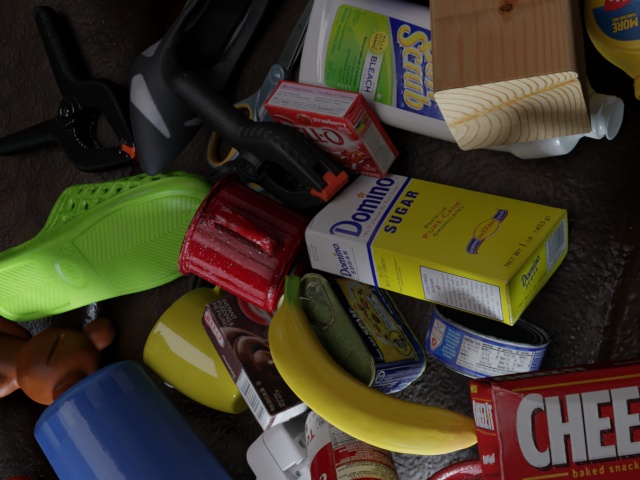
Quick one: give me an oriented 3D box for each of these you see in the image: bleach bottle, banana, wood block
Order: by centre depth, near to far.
[{"bbox_3d":[0.125,-0.177,0.719,0.091,0.090,0.206,-6,68,18],"label":"wood block"},{"bbox_3d":[0.023,0.103,0.764,0.198,0.037,0.070,37,110,31],"label":"banana"},{"bbox_3d":[0.104,-0.125,0.797,0.251,0.067,0.102,19,100,33],"label":"bleach bottle"}]

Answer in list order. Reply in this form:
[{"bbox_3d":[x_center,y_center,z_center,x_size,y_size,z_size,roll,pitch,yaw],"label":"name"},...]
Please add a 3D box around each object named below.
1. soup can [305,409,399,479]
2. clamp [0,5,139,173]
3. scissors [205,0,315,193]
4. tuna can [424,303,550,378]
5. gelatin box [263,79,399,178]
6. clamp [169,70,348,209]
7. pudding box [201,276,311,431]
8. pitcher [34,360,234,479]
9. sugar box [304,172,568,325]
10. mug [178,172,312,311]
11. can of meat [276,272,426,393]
[{"bbox_3d":[0.025,0.174,0.821,0.069,0.068,0.102,-53,24,24],"label":"soup can"},{"bbox_3d":[-0.244,-0.137,1.068,0.210,0.036,0.165,23,104,32],"label":"clamp"},{"bbox_3d":[-0.029,-0.123,0.923,0.202,0.016,0.096,-46,66,27],"label":"scissors"},{"bbox_3d":[0.119,0.073,0.769,0.086,0.085,0.034,23,105,34],"label":"tuna can"},{"bbox_3d":[0.008,-0.087,0.837,0.089,0.073,0.030,15,64,40],"label":"gelatin box"},{"bbox_3d":[-0.049,-0.064,0.875,0.172,0.120,0.039,33,69,29],"label":"clamp"},{"bbox_3d":[-0.033,0.088,0.877,0.113,0.089,0.039,59,151,19],"label":"pudding box"},{"bbox_3d":[-0.134,0.229,0.905,0.149,0.144,0.243,-42,78,24],"label":"pitcher"},{"bbox_3d":[0.084,-0.001,0.789,0.176,0.093,0.048,16,134,34],"label":"sugar box"},{"bbox_3d":[-0.056,0.001,0.841,0.081,0.117,0.093,27,76,11],"label":"mug"},{"bbox_3d":[0.026,0.075,0.838,0.058,0.083,0.102,-43,66,28],"label":"can of meat"}]
